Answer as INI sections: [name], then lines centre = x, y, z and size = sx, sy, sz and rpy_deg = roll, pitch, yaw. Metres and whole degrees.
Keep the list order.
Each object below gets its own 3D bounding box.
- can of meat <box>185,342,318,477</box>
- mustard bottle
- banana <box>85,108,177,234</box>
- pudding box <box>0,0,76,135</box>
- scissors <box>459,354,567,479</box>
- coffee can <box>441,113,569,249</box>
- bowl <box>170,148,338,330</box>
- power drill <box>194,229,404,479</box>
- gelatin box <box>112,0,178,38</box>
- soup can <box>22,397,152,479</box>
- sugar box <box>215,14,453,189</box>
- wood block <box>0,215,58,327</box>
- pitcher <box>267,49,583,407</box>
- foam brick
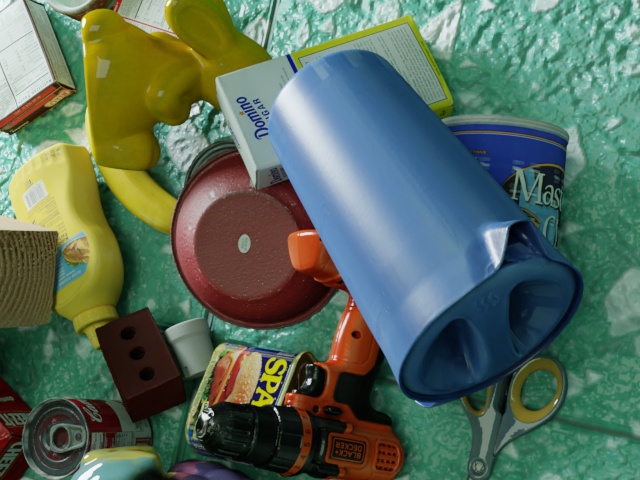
[can of meat]
centre = -0.055, 0.138, 0.890
size = 0.084, 0.057, 0.102
rpy_deg = 5, 59, 28
[mustard bottle]
centre = -0.230, 0.012, 0.999
size = 0.096, 0.058, 0.192
rpy_deg = -33, 69, 31
[banana]
centre = -0.177, -0.076, 1.003
size = 0.070, 0.037, 0.198
rpy_deg = -32, 70, 17
[pudding box]
centre = -0.306, -0.177, 1.078
size = 0.090, 0.039, 0.113
rpy_deg = -29, 73, 17
[scissors]
centre = 0.143, 0.170, 0.829
size = 0.096, 0.016, 0.202
rpy_deg = -2, 81, 24
[coffee can]
centre = 0.132, -0.016, 0.817
size = 0.103, 0.102, 0.140
rpy_deg = 4, 83, 25
[bowl]
centre = -0.056, 0.001, 0.896
size = 0.162, 0.055, 0.162
rpy_deg = 1, 97, 10
[power drill]
centre = -0.003, 0.090, 0.831
size = 0.057, 0.184, 0.187
rpy_deg = -3, 73, 53
[gelatin box]
centre = -0.158, -0.203, 1.020
size = 0.089, 0.030, 0.073
rpy_deg = 21, 90, 23
[soup can]
centre = -0.202, 0.173, 0.937
size = 0.069, 0.102, 0.068
rpy_deg = -4, 80, 24
[sugar box]
centre = 0.011, -0.114, 0.877
size = 0.176, 0.048, 0.093
rpy_deg = -20, 70, -9
[wood block]
centre = -0.346, 0.017, 1.000
size = 0.206, 0.090, 0.090
rpy_deg = 12, 98, 40
[pitcher]
centre = 0.056, -0.012, 0.738
size = 0.149, 0.144, 0.243
rpy_deg = -40, 54, 12
[foam brick]
centre = -0.159, 0.110, 0.941
size = 0.053, 0.051, 0.078
rpy_deg = -23, 61, -16
